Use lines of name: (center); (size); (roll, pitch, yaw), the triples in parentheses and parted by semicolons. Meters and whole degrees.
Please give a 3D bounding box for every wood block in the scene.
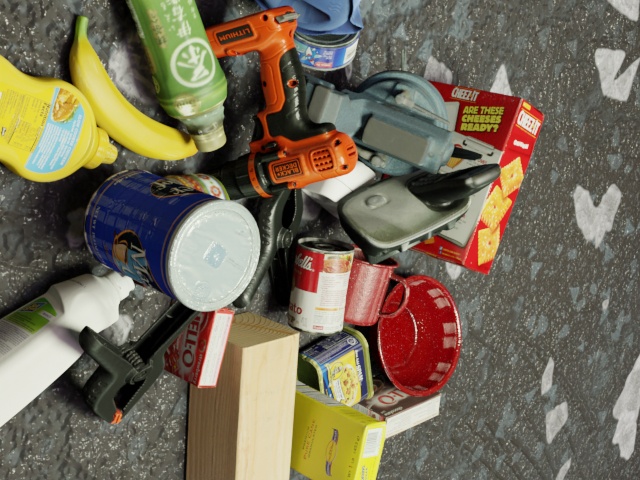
wood block: (-0.091, 0.199, 1.230); (0.090, 0.091, 0.206); (-11, 111, -45)

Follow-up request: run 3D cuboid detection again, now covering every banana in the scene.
banana: (-0.189, -0.129, 1.052); (0.069, 0.037, 0.197); (-55, 135, -17)

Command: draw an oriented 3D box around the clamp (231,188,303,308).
clamp: (-0.058, 0.002, 1.224); (0.120, 0.039, 0.171); (-19, 116, -66)

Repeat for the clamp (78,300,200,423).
clamp: (-0.180, 0.115, 1.069); (0.164, 0.036, 0.210); (-28, 157, -35)

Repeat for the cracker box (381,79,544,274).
cracker box: (0.168, -0.082, 1.346); (0.072, 0.164, 0.214); (22, 88, -49)

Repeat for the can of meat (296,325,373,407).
can of meat: (0.015, 0.173, 1.358); (0.083, 0.058, 0.102); (-27, 121, -35)

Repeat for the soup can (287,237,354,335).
soup can: (0.000, 0.053, 1.252); (0.068, 0.069, 0.102); (-6, 109, -45)

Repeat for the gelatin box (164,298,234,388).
gelatin box: (-0.137, 0.107, 1.162); (0.030, 0.073, 0.089); (8, 98, -47)

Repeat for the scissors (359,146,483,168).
scissors: (0.110, -0.101, 1.272); (0.096, 0.202, 0.016); (-35, 118, -4)

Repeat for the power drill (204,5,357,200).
power drill: (-0.066, -0.138, 1.110); (0.057, 0.185, 0.187); (-39, 114, -60)

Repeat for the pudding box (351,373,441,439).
pudding box: (0.092, 0.218, 1.428); (0.113, 0.090, 0.039); (-18, 117, -41)

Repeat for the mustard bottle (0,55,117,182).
mustard bottle: (-0.262, -0.105, 0.968); (0.191, 0.058, 0.096); (21, 90, -47)

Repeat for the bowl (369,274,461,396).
bowl: (0.117, 0.127, 1.431); (0.161, 0.055, 0.162); (3, 86, -41)

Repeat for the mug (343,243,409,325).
mug: (0.053, 0.058, 1.318); (0.093, 0.117, 0.081); (-28, 134, -75)

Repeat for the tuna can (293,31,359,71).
tuna can: (0.000, -0.227, 1.174); (0.086, 0.086, 0.034); (-34, 153, -34)

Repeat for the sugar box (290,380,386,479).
sugar box: (-0.006, 0.230, 1.266); (0.048, 0.177, 0.093); (5, 99, -49)

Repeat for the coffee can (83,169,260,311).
coffee can: (-0.139, -0.003, 0.993); (0.102, 0.141, 0.103); (-17, 116, -40)

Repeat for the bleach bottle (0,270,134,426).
bleach bottle: (-0.274, 0.105, 0.996); (0.250, 0.103, 0.068); (-37, 129, -31)
